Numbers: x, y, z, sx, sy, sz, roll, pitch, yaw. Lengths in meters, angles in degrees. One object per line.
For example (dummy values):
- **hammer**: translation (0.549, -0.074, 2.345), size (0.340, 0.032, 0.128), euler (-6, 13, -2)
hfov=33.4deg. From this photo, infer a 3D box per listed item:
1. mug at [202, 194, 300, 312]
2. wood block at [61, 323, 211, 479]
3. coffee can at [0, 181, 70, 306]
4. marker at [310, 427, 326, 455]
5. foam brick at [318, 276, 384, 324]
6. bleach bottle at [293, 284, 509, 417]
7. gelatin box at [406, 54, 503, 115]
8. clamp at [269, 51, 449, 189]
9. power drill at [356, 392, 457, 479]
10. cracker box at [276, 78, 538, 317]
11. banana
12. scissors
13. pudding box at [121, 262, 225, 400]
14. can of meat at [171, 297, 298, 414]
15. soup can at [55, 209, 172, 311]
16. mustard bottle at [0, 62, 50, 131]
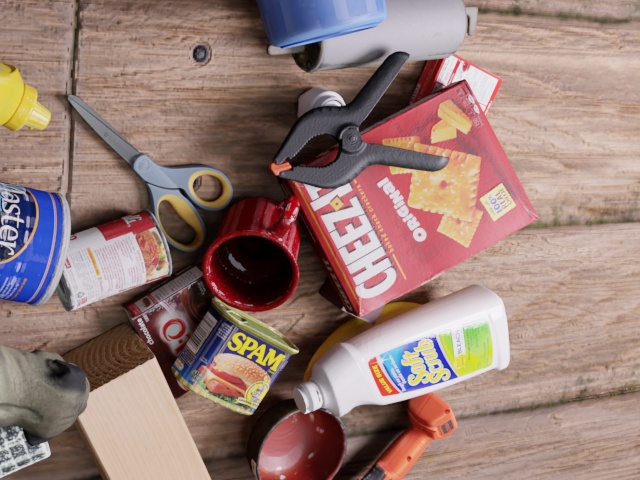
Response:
- **mug**: translation (-0.057, 0.001, 1.041), size (0.093, 0.081, 0.117), euler (30, 120, -12)
- **wood block**: translation (-0.181, 0.200, 1.058), size (0.090, 0.090, 0.206), euler (-29, 120, -18)
- **coffee can**: translation (-0.298, -0.005, 0.909), size (0.140, 0.103, 0.103), euler (13, 100, -33)
- **marker**: translation (0.018, 0.186, 1.210), size (0.020, 0.020, 0.121), euler (17, 98, -33)
- **foam brick**: translation (0.046, 0.041, 1.155), size (0.052, 0.051, 0.078), euler (27, 93, -34)
- **bleach bottle**: translation (0.086, 0.133, 1.155), size (0.250, 0.068, 0.102), euler (-20, 117, -24)
- **gelatin box**: translation (0.145, -0.159, 1.155), size (0.089, 0.030, 0.073), euler (19, 98, -34)
- **clamp**: translation (0.037, -0.091, 1.023), size (0.171, 0.039, 0.120), euler (-31, 90, 0)
- **power drill**: translation (0.072, 0.250, 1.202), size (0.187, 0.057, 0.184), euler (-48, 159, -8)
- **cracker box**: translation (0.089, -0.044, 1.086), size (0.213, 0.072, 0.164), euler (-28, 96, -8)
- **banana**: translation (0.065, 0.109, 1.190), size (0.197, 0.037, 0.069), euler (-12, 89, -27)
- **scissors**: translation (-0.152, -0.078, 1.021), size (0.096, 0.016, 0.201), euler (-36, 121, -16)
- **pudding box**: translation (-0.136, 0.091, 1.076), size (0.090, 0.039, 0.113), euler (-32, 121, -17)
- **can of meat**: translation (-0.086, 0.117, 1.058), size (0.102, 0.058, 0.084), euler (32, 93, -38)
- **soup can**: translation (-0.199, 0.019, 0.997), size (0.102, 0.069, 0.068), euler (-21, 116, -22)
- **mustard bottle**: translation (-0.305, -0.139, 0.862), size (0.191, 0.096, 0.058), euler (28, 92, -34)
